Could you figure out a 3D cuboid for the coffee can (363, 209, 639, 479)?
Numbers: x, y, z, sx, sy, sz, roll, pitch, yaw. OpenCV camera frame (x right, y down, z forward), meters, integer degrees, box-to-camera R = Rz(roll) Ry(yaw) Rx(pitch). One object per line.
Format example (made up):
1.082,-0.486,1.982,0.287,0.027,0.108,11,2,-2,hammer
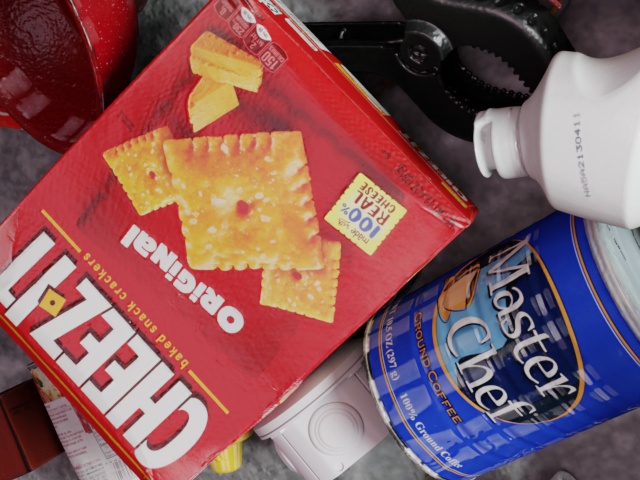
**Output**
0.106,0.048,0.528,0.141,0.102,0.103,-32,88,32,coffee can

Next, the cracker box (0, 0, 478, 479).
-0.054,0.001,0.540,0.214,0.072,0.164,-44,86,13,cracker box

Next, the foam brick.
-0.190,0.119,0.686,0.051,0.078,0.053,-24,89,25,foam brick

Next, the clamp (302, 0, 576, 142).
0.054,-0.112,0.532,0.210,0.036,0.165,28,145,10,clamp

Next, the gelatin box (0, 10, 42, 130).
-0.214,-0.111,0.673,0.089,0.030,0.073,10,105,20,gelatin box

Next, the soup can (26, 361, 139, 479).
-0.130,0.109,0.665,0.069,0.068,0.102,-24,92,24,soup can

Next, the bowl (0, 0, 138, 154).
-0.149,-0.129,0.583,0.162,0.055,0.162,35,145,29,bowl
